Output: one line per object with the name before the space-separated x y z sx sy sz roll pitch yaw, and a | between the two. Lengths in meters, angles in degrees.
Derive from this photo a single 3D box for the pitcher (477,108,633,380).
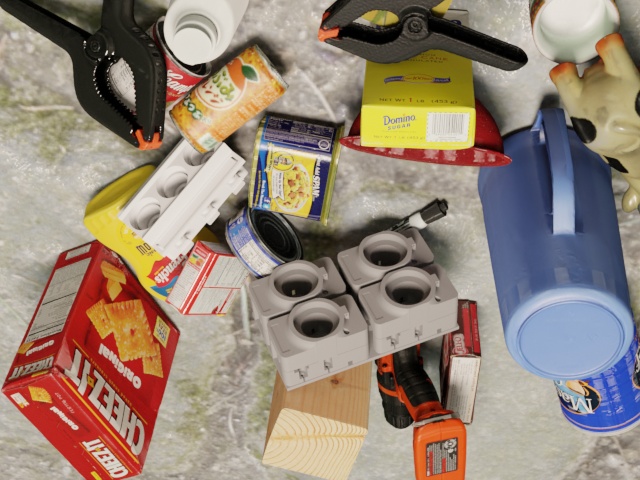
pitcher | 0.216 0.002 0.982 0.149 0.242 0.145 37 122 -22

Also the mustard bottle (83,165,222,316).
mustard bottle | -0.160 0.014 1.149 0.096 0.058 0.191 -31 120 13

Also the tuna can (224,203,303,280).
tuna can | -0.057 0.001 1.111 0.034 0.086 0.086 -38 116 24

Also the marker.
marker | 0.084 -0.009 1.131 0.121 0.020 0.020 -31 119 26

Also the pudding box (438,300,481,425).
pudding box | 0.155 0.137 1.193 0.039 0.090 0.113 2 129 4

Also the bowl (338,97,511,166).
bowl | 0.100 -0.107 0.995 0.162 0.162 0.055 7 89 0

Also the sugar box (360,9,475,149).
sugar box | 0.084 -0.145 0.923 0.093 0.176 0.048 2 131 3

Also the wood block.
wood block | 0.002 0.141 1.139 0.090 0.206 0.090 15 128 -5

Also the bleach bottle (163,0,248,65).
bleach bottle | -0.083 -0.206 0.844 0.068 0.250 0.103 23 127 -12

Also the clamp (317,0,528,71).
clamp | 0.082 -0.189 0.852 0.171 0.039 0.120 1 126 7

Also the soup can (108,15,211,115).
soup can | -0.162 -0.155 1.009 0.102 0.068 0.068 -35 118 27

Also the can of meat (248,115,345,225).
can of meat | -0.025 -0.071 1.070 0.084 0.057 0.102 10 128 1

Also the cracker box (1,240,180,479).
cracker box | -0.237 0.128 1.149 0.072 0.213 0.164 -20 123 20

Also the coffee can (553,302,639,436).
coffee can | 0.299 0.129 1.164 0.103 0.102 0.140 -13 126 16

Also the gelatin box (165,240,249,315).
gelatin box | -0.112 0.039 1.103 0.030 0.089 0.073 34 102 23

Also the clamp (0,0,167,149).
clamp | -0.204 -0.176 0.965 0.165 0.036 0.210 -18 91 25

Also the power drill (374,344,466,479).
power drill | 0.105 0.188 1.181 0.057 0.188 0.184 -13 128 -8
